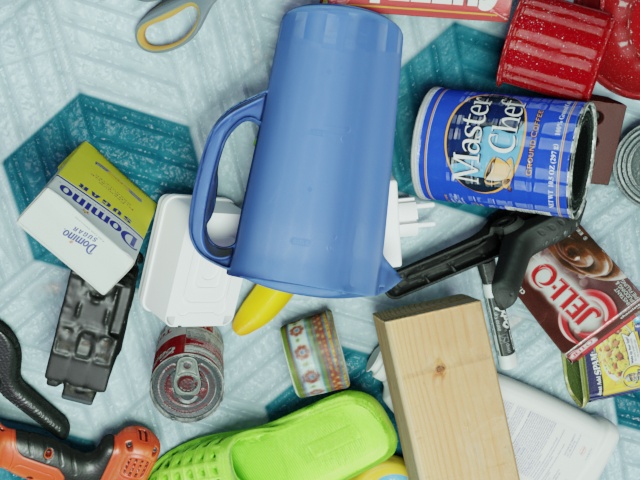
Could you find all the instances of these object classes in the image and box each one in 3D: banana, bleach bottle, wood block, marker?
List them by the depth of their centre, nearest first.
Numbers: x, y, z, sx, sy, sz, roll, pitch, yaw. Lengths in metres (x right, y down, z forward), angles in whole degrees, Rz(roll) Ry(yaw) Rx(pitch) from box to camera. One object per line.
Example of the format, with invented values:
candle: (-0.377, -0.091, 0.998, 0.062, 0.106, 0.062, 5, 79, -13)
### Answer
wood block: (0.118, 0.161, 0.980, 0.090, 0.090, 0.206, -12, 92, -4)
banana: (-0.039, 0.001, 1.011, 0.070, 0.037, 0.198, 12, 104, 14)
marker: (0.174, 0.070, 1.055, 0.020, 0.020, 0.121, -15, 106, 0)
bleach bottle: (0.164, 0.168, 1.060, 0.250, 0.068, 0.102, 29, 90, -8)

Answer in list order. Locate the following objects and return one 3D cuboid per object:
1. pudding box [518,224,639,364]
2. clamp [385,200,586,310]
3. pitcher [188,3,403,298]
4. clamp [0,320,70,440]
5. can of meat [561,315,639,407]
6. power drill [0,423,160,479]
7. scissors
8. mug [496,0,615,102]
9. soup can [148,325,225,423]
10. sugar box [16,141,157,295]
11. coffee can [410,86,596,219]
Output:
pudding box: (0.238, 0.046, 1.009, 0.090, 0.114, 0.039, -38, 146, 5)
clamp: (0.165, 0.001, 0.985, 0.209, 0.165, 0.036, -37, 111, -34)
pitcher: (-0.008, -0.074, 0.917, 0.149, 0.145, 0.243, 13, 84, -49)
clamp: (-0.310, 0.135, 1.025, 0.120, 0.039, 0.171, -8, 110, -13)
can of meat: (0.286, 0.105, 1.055, 0.084, 0.057, 0.102, -12, 106, -3)
power drill: (-0.268, 0.243, 1.032, 0.187, 0.057, 0.184, 18, 110, -26)
scissors: (-0.092, -0.238, 0.919, 0.202, 0.016, 0.096, -33, 97, 22)
mug: (0.212, -0.180, 0.939, 0.081, 0.093, 0.117, 19, 85, 13)
soup can: (-0.123, 0.119, 1.001, 0.068, 0.102, 0.068, -1, 106, -5)
sugar box: (-0.194, -0.024, 0.915, 0.093, 0.176, 0.048, 42, 99, -14)
coffee can: (0.162, -0.078, 0.939, 0.140, 0.102, 0.103, 9, 107, 23)
